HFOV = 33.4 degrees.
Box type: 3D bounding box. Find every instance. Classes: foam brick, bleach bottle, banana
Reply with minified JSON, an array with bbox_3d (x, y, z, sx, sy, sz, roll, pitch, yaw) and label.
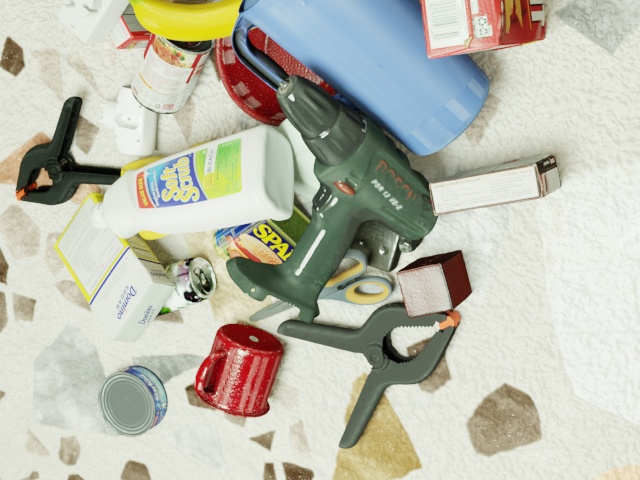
[{"bbox_3d":[0.122,0.045,1.129,0.053,0.078,0.051,-14,95,24],"label":"foam brick"},{"bbox_3d":[-0.150,-0.047,1.165,0.251,0.068,0.102,-15,62,28],"label":"bleach bottle"},{"bbox_3d":[-0.110,-0.242,1.116,0.198,0.069,0.037,-3,56,7],"label":"banana"}]

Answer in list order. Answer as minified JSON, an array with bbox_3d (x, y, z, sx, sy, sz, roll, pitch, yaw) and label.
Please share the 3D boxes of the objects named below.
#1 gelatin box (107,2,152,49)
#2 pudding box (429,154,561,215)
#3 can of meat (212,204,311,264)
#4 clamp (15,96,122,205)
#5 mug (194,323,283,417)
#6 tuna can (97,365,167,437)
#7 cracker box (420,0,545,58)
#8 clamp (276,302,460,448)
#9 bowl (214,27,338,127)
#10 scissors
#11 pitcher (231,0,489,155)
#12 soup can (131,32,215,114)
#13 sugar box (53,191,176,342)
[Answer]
[{"bbox_3d":[-0.225,-0.264,1.225,0.030,0.073,0.089,-31,87,26],"label":"gelatin box"},{"bbox_3d":[0.176,-0.055,1.075,0.114,0.089,0.039,-11,96,26],"label":"pudding box"},{"bbox_3d":[-0.058,0.001,1.199,0.084,0.057,0.102,-33,117,29],"label":"can of meat"},{"bbox_3d":[-0.322,-0.102,1.319,0.172,0.039,0.120,-19,98,28],"label":"clamp"},{"bbox_3d":[-0.100,0.149,1.236,0.093,0.117,0.081,29,108,37],"label":"mug"},{"bbox_3d":[-0.238,0.203,1.353,0.086,0.033,0.086,5,103,24],"label":"tuna can"},{"bbox_3d":[0.148,-0.256,0.976,0.072,0.213,0.164,-5,99,24],"label":"cracker box"},{"bbox_3d":[0.058,0.121,1.197,0.210,0.036,0.164,-36,87,25],"label":"clamp"},{"bbox_3d":[-0.032,-0.206,1.158,0.162,0.055,0.162,6,103,24],"label":"bowl"},{"bbox_3d":[0.005,0.068,1.216,0.096,0.016,0.202,27,140,-18],"label":"scissors"},{"bbox_3d":[0.041,-0.190,1.047,0.242,0.145,0.149,40,163,-19],"label":"pitcher"},{"bbox_3d":[-0.167,-0.199,1.200,0.068,0.068,0.102,45,135,10],"label":"soup can"},{"bbox_3d":[-0.247,0.031,1.273,0.093,0.048,0.176,-53,54,17],"label":"sugar box"}]
